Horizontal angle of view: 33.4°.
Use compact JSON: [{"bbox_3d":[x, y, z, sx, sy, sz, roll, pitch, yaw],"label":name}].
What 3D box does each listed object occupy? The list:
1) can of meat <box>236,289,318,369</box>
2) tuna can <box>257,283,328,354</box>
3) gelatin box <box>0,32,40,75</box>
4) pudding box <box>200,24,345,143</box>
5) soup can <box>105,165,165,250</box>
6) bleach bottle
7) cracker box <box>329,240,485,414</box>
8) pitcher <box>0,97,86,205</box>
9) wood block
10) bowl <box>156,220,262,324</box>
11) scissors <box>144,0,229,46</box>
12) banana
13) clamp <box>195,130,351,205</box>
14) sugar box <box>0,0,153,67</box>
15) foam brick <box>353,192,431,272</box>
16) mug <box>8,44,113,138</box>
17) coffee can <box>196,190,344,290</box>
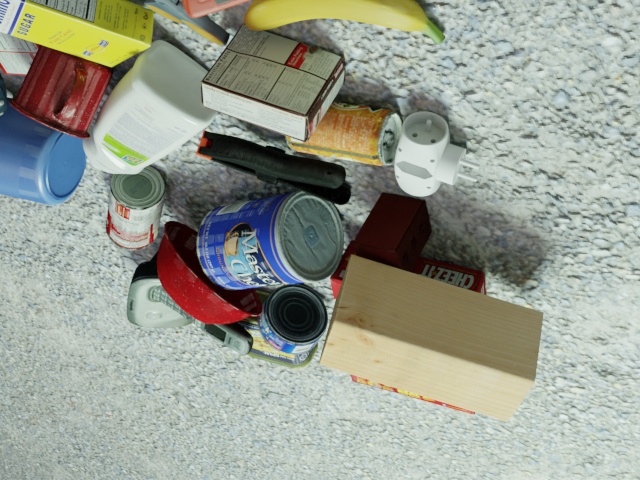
[{"bbox_3d":[-0.061,0.117,1.421,0.102,0.057,0.084,13,142,24],"label":"can of meat"},{"bbox_3d":[-0.034,0.099,1.346,0.086,0.086,0.034,31,147,-2],"label":"tuna can"},{"bbox_3d":[-0.332,-0.221,1.190,0.089,0.030,0.073,8,141,31],"label":"gelatin box"},{"bbox_3d":[-0.044,-0.149,1.005,0.113,0.090,0.039,19,146,15],"label":"pudding box"},{"bbox_3d":[-0.230,-0.041,1.323,0.068,0.068,0.102,28,147,3],"label":"soup can"},{"bbox_3d":[-0.208,-0.131,1.185,0.102,0.068,0.251,35,150,-22],"label":"bleach bottle"},{"bbox_3d":[0.110,0.104,1.254,0.164,0.072,0.213,13,143,21],"label":"cracker box"},{"bbox_3d":[-0.410,-0.121,1.315,0.243,0.149,0.145,16,131,16],"label":"pitcher"},{"bbox_3d":[0.113,0.101,1.096,0.206,0.090,0.090,16,142,0],"label":"wood block"},{"bbox_3d":[-0.147,0.051,1.308,0.162,0.055,0.162,43,-169,-11],"label":"bowl"},{"bbox_3d":[-0.154,-0.226,0.973,0.096,0.016,0.201,27,180,31],"label":"scissors"},{"bbox_3d":[0.009,-0.203,0.938,0.198,0.037,0.069,12,143,26],"label":"banana"},{"bbox_3d":[-0.045,-0.078,1.102,0.171,0.039,0.120,16,168,-2],"label":"clamp"},{"bbox_3d":[-0.261,-0.221,1.039,0.175,0.048,0.094,11,167,-35],"label":"sugar box"},{"bbox_3d":[0.076,-0.003,1.125,0.051,0.078,0.053,14,145,26],"label":"foam brick"},{"bbox_3d":[-0.271,-0.162,1.135,0.093,0.081,0.117,23,-170,-24],"label":"mug"},{"bbox_3d":[-0.058,0.001,1.214,0.141,0.102,0.102,-8,132,44],"label":"coffee can"}]
